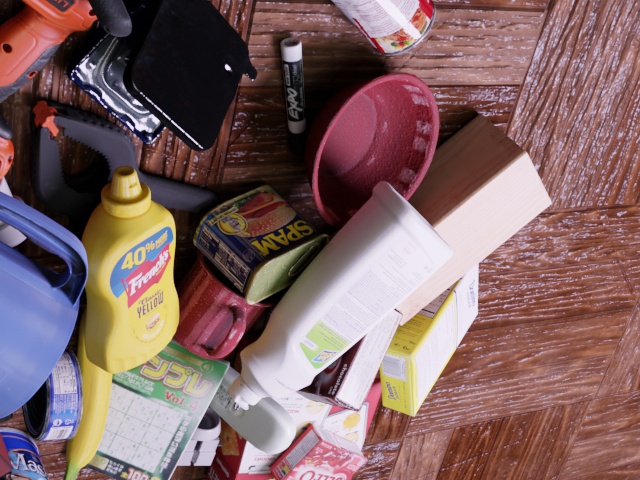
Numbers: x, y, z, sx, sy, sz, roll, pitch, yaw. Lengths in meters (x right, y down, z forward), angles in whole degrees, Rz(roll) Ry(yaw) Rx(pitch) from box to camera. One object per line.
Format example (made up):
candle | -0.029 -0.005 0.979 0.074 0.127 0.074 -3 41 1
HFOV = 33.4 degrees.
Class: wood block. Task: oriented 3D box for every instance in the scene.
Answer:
wood block | 0.126 -0.022 1.119 0.206 0.090 0.090 -39 135 0

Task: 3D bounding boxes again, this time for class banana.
banana | -0.223 0.143 1.040 0.037 0.069 0.198 7 107 -11

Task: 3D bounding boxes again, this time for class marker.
marker | -0.024 -0.130 0.992 0.020 0.020 0.121 -20 132 -19

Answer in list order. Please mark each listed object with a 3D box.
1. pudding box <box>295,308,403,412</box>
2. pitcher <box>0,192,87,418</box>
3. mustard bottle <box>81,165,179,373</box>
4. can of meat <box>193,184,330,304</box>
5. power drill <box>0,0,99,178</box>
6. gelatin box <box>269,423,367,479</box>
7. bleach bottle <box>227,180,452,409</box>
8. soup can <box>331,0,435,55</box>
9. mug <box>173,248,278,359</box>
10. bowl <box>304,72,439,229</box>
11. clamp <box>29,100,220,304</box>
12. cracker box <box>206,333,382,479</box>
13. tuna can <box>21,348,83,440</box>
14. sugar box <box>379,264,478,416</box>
pudding box | 0.027 0.113 1.085 0.039 0.090 0.113 30 75 -25
pitcher | -0.313 0.023 0.831 0.242 0.145 0.149 39 62 -33
mustard bottle | -0.167 0.019 0.932 0.096 0.058 0.192 -36 142 -41
can of meat | -0.057 0.001 1.006 0.101 0.084 0.057 -26 150 -41
power drill | -0.271 -0.145 0.798 0.188 0.057 0.184 -47 138 11
gelatin box | -0.001 0.250 1.185 0.073 0.030 0.089 -47 135 9
bleach bottle | 0.004 0.064 1.016 0.251 0.068 0.102 -44 132 7
soup can | 0.047 -0.219 0.935 0.068 0.069 0.102 -45 134 5
mug | -0.098 0.068 1.031 0.093 0.117 0.082 25 113 -31
bowl | 0.038 -0.092 1.021 0.161 0.055 0.162 -25 132 -32
clamp | -0.183 -0.048 0.940 0.164 0.036 0.210 -31 138 -11
cracker box | -0.028 0.200 1.204 0.163 0.072 0.214 -3 125 -30
tuna can | -0.254 0.145 1.007 0.033 0.086 0.086 1 122 -32
sugar box | 0.122 0.099 1.182 0.176 0.048 0.093 -52 148 -42
